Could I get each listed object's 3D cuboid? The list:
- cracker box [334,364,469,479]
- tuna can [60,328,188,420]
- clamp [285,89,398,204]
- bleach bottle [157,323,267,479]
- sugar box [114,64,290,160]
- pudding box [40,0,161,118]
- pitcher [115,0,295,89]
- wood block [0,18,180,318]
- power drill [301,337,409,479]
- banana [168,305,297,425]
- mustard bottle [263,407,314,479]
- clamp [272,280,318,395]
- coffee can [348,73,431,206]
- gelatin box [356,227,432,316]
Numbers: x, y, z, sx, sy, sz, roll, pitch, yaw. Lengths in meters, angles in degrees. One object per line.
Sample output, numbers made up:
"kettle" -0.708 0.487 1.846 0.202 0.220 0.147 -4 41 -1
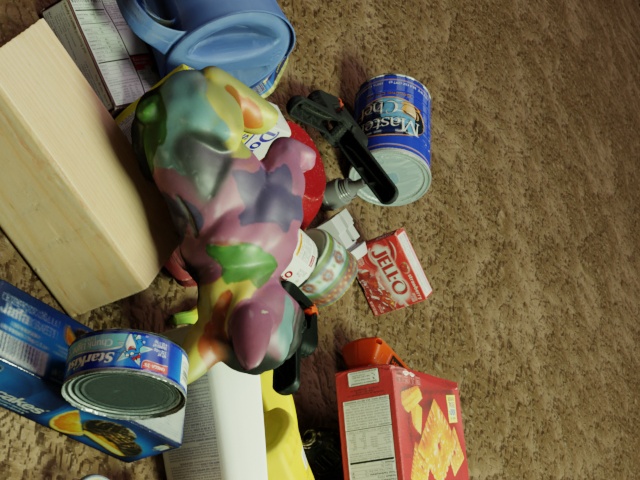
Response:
"cracker box" 0.090 0.237 1.044 0.164 0.072 0.214 26 54 -57
"tuna can" -0.134 0.094 0.740 0.086 0.086 0.033 36 45 -43
"clamp" 0.028 -0.122 1.251 0.164 0.036 0.210 45 13 -10
"bleach bottle" -0.089 0.197 0.881 0.067 0.103 0.251 8 71 -46
"sugar box" -0.107 -0.105 1.009 0.176 0.093 0.048 14 45 -61
"pudding box" -0.197 -0.169 0.984 0.089 0.039 0.113 -27 93 -61
"pitcher" -0.135 -0.264 1.029 0.149 0.145 0.243 84 -18 -66
"wood block" -0.208 -0.054 0.838 0.206 0.090 0.090 57 32 -20
"power drill" 0.047 0.198 1.129 0.184 0.057 0.187 51 37 -35
"banana" -0.069 0.127 1.009 0.069 0.037 0.197 -45 110 -30
"mustard bottle" -0.018 0.253 0.965 0.096 0.058 0.191 -108 177 -75
"clamp" -0.038 0.070 1.020 0.171 0.039 0.120 -54 128 -78
"coffee can" 0.090 -0.129 1.365 0.102 0.103 0.140 43 38 -37
"gelatin box" 0.081 0.038 1.270 0.089 0.073 0.030 65 30 -7
